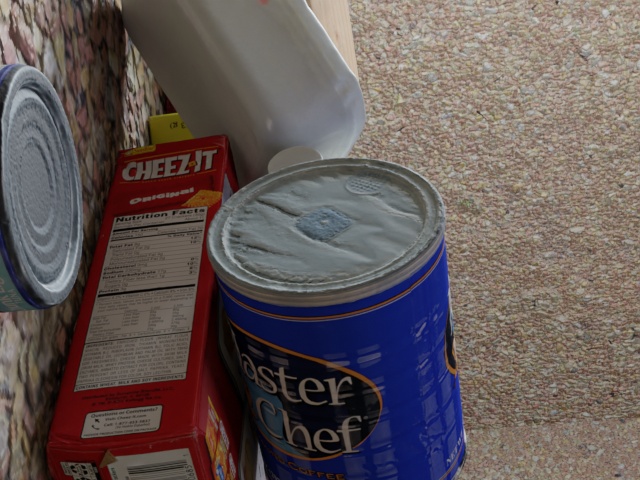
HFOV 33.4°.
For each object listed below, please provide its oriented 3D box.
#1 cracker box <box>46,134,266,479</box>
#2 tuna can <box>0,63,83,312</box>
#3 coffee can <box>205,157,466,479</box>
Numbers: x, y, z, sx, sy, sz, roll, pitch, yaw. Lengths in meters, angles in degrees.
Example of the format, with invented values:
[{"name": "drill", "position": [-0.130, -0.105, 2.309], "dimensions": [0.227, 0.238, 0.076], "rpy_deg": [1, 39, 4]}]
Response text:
[{"name": "cracker box", "position": [-0.071, 0.074, 0.545], "dimensions": [0.213, 0.072, 0.164], "rpy_deg": [-91, 174, -51]}, {"name": "tuna can", "position": [-0.110, -0.017, 0.367], "dimensions": [0.086, 0.034, 0.086], "rpy_deg": [-5, 90, -86]}, {"name": "coffee can", "position": [0.012, 0.048, 0.491], "dimensions": [0.103, 0.103, 0.140], "rpy_deg": [-89, 171, -55]}]
